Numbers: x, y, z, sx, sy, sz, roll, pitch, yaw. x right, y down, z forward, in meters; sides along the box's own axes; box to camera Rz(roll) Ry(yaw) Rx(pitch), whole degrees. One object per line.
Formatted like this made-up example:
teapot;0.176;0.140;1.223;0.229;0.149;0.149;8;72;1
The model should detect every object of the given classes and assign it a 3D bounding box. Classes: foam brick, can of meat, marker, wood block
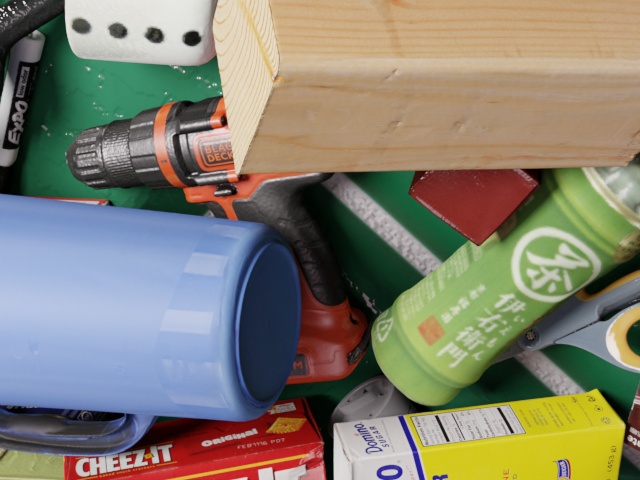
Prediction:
foam brick;0.088;-0.045;0.593;0.051;0.078;0.053;37;120;-7
can of meat;-0.191;0.122;0.748;0.102;0.083;0.057;-1;116;15
marker;-0.198;-0.078;0.684;0.020;0.020;0.121;24;120;2
wood block;0.063;-0.092;0.502;0.205;0.091;0.090;-2;153;-18

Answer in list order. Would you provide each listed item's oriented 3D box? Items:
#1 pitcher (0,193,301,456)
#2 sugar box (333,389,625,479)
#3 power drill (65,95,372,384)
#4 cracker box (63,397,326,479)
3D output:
pitcher;-0.138;0.047;0.621;0.243;0.145;0.149;4;160;20
sugar box;0.098;0.152;0.673;0.176;0.048;0.093;-8;118;-11
power drill;-0.054;0.001;0.665;0.185;0.057;0.187;-6;116;23
cracker box;-0.073;0.226;0.708;0.164;0.072;0.214;-9;110;-12
